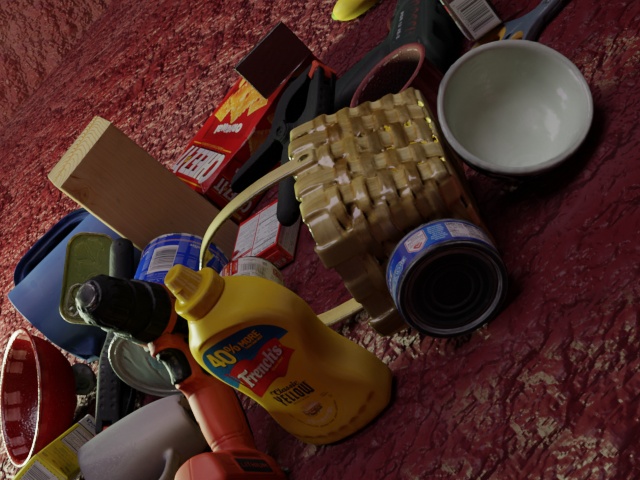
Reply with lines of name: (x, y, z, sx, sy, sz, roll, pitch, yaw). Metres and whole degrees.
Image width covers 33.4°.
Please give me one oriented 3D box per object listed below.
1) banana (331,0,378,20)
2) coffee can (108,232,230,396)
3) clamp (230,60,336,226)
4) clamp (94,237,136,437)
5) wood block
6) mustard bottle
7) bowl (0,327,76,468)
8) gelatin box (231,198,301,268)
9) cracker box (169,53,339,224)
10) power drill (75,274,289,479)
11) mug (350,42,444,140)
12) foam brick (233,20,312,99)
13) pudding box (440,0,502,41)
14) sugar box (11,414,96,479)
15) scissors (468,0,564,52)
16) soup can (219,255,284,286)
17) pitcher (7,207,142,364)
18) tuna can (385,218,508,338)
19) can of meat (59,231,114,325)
banana: (0.080, -0.346, 1.383, 0.198, 0.037, 0.069, -37, 28, 25)
coffee can: (-0.151, 0.075, 1.098, 0.103, 0.102, 0.140, -34, 29, 31)
clamp: (-0.027, -0.099, 1.107, 0.120, 0.039, 0.171, 44, 111, 43)
clamp: (-0.213, 0.125, 1.158, 0.036, 0.164, 0.210, 0, 59, 2)
wood block: (-0.192, -0.037, 1.200, 0.091, 0.206, 0.090, -52, 25, -4)
mustard bottle: (-0.041, 0.079, 0.805, 0.096, 0.191, 0.058, -32, 30, 33)
bowl: (-0.327, 0.182, 1.247, 0.162, 0.055, 0.162, -8, 81, 57)
gelatin box: (-0.057, 0.002, 1.134, 0.073, 0.030, 0.089, -32, 30, 30)
cracker box: (-0.087, -0.135, 1.323, 0.213, 0.072, 0.164, -53, 26, -7)
power drill: (-0.106, 0.117, 0.843, 0.057, 0.184, 0.188, -33, 63, 20)
mug: (0.081, -0.123, 1.018, 0.117, 0.081, 0.093, -18, 40, 49)
foam brick: (-0.055, -0.206, 1.220, 0.078, 0.051, 0.053, -45, 10, 3)
pudding box: (0.132, -0.259, 1.067, 0.039, 0.113, 0.090, -34, 16, 17)
sugar box: (-0.269, 0.235, 1.060, 0.093, 0.048, 0.176, -48, 2, 4)
scissors: (0.207, -0.223, 1.027, 0.202, 0.016, 0.096, -51, 25, -3)
soup can: (-0.067, 0.069, 1.010, 0.069, 0.068, 0.102, -39, 26, 21)
pitcher: (-0.267, 0.019, 1.331, 0.243, 0.149, 0.145, -49, 12, -6)
tuna can: (0.093, 0.029, 0.782, 0.086, 0.086, 0.034, -43, 27, 13)
can of meat: (-0.252, 0.047, 1.215, 0.084, 0.057, 0.102, 55, -141, -80)
